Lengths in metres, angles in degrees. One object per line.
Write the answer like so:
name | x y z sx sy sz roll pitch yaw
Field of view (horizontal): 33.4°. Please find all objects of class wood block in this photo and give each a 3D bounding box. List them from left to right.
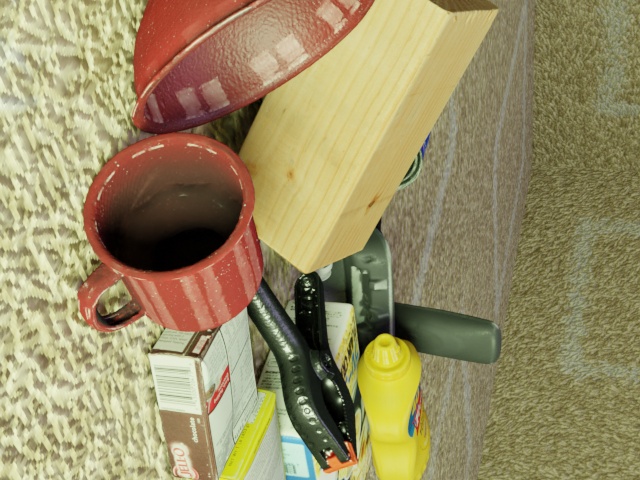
wood block | 0.023 -0.091 0.736 0.090 0.090 0.206 -21 145 -57

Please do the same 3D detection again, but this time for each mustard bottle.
mustard bottle | 0.068 0.147 0.994 0.191 0.058 0.096 77 19 -50

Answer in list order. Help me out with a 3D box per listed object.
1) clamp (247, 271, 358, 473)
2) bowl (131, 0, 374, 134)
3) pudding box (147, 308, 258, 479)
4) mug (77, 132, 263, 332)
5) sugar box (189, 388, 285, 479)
clamp | -0.016 0.094 0.827 0.120 0.039 0.171 15 51 -53
bowl | -0.048 -0.127 0.614 0.055 0.162 0.162 60 14 7
pudding box | -0.077 0.095 0.731 0.090 0.039 0.113 -64 157 -53
mug | -0.085 0.008 0.597 0.117 0.093 0.081 -44 155 -18
sugar box | -0.059 0.206 0.826 0.093 0.048 0.176 -64 159 -50
